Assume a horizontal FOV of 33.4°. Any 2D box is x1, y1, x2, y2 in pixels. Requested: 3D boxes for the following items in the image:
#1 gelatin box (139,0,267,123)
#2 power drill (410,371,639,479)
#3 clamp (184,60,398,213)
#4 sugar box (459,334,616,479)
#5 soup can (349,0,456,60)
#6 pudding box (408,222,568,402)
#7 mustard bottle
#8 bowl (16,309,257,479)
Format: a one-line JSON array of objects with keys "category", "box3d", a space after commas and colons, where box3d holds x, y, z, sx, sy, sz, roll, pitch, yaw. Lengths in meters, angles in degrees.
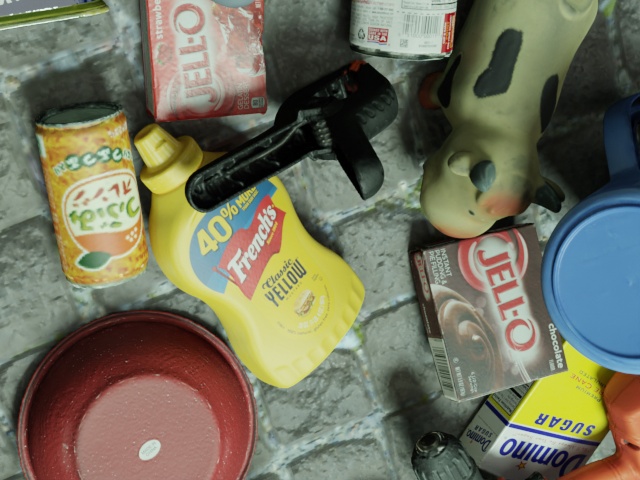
[{"category": "gelatin box", "box3d": [-0.072, -0.120, 0.660, 0.073, 0.030, 0.089, -7, 111, -18]}, {"category": "power drill", "box3d": [0.171, 0.173, 0.793, 0.187, 0.057, 0.184, -30, 122, -3]}, {"category": "clamp", "box3d": [0.008, -0.065, 0.641, 0.171, 0.120, 0.039, -50, 137, -44]}, {"category": "sugar box", "box3d": [0.194, 0.114, 0.834, 0.093, 0.048, 0.176, 29, 96, -27]}, {"category": "soup can", "box3d": [0.054, -0.169, 0.668, 0.068, 0.069, 0.102, -3, 110, -19]}, {"category": "pudding box", "box3d": [0.120, 0.051, 0.768, 0.090, 0.039, 0.113, -13, 92, -15]}, {"category": "mustard bottle", "box3d": [-0.054, 0.001, 0.689, 0.096, 0.058, 0.191, -48, 119, -19]}, {"category": "bowl", "box3d": [-0.114, 0.128, 0.694, 0.162, 0.055, 0.162, -1, 92, -15]}]
